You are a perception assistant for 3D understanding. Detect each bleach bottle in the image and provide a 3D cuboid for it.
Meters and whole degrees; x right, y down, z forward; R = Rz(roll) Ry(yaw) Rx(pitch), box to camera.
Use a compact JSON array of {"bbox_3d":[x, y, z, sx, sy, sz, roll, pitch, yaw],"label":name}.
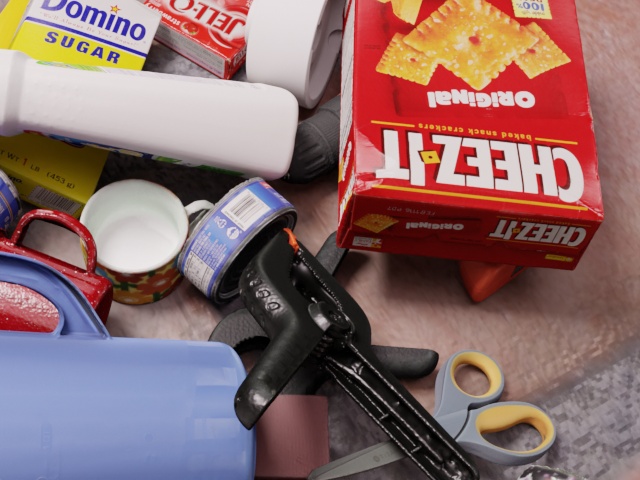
[{"bbox_3d":[-0.147,-0.089,0.710,0.250,0.103,0.068,7,96,-23],"label":"bleach bottle"}]

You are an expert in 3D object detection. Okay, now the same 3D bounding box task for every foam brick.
[{"bbox_3d":[-0.023,0.132,0.656,0.051,0.078,0.053,2,61,-4],"label":"foam brick"}]

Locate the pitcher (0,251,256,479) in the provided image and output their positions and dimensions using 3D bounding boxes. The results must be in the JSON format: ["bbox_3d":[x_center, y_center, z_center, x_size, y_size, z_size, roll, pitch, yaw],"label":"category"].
[{"bbox_3d":[-0.162,0.098,0.574,0.242,0.149,0.145,2,43,-19],"label":"pitcher"}]

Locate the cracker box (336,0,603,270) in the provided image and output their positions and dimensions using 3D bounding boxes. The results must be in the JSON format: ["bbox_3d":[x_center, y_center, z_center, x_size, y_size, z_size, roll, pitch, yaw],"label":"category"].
[{"bbox_3d":[0.098,-0.093,0.735,0.164,0.072,0.213,5,57,-5],"label":"cracker box"}]

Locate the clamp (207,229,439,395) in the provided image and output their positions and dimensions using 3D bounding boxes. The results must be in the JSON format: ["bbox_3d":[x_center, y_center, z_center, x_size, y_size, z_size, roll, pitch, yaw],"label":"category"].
[{"bbox_3d":[-0.008,0.075,0.713,0.171,0.039,0.120,-35,66,-20],"label":"clamp"}]

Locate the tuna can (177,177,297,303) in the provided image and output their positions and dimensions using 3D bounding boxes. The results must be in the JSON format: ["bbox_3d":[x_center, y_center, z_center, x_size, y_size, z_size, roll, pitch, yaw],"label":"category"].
[{"bbox_3d":[-0.055,0.001,0.721,0.034,0.086,0.086,40,64,13],"label":"tuna can"}]

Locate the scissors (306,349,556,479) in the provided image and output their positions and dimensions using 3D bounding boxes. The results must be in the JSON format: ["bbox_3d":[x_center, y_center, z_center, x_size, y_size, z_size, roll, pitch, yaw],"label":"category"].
[{"bbox_3d":[0.064,0.108,0.674,0.201,0.016,0.096,6,44,-31],"label":"scissors"}]

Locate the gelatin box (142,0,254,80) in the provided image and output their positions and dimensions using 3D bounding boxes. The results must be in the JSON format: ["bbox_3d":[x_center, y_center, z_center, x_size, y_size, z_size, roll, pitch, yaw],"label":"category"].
[{"bbox_3d":[-0.088,-0.178,0.848,0.089,0.030,0.073,31,62,11],"label":"gelatin box"}]

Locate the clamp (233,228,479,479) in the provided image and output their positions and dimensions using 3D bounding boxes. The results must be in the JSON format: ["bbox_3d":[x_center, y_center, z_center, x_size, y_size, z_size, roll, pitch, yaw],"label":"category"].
[{"bbox_3d":[-0.006,0.058,0.630,0.164,0.036,0.210,23,24,-38],"label":"clamp"}]

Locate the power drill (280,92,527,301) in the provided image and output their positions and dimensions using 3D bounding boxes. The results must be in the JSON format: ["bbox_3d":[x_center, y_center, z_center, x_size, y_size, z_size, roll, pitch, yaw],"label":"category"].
[{"bbox_3d":[0.081,-0.048,0.780,0.184,0.057,0.188,-33,69,-22],"label":"power drill"}]

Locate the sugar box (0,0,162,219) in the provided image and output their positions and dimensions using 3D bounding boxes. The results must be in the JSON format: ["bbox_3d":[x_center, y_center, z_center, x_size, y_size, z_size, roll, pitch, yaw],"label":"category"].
[{"bbox_3d":[-0.186,-0.111,0.772,0.093,0.048,0.176,26,62,-22],"label":"sugar box"}]

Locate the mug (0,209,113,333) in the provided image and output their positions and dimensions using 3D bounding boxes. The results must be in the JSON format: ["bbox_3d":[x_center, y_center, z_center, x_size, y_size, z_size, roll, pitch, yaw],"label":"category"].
[{"bbox_3d":[-0.179,0.038,0.676,0.081,0.093,0.117,21,94,-1],"label":"mug"}]
